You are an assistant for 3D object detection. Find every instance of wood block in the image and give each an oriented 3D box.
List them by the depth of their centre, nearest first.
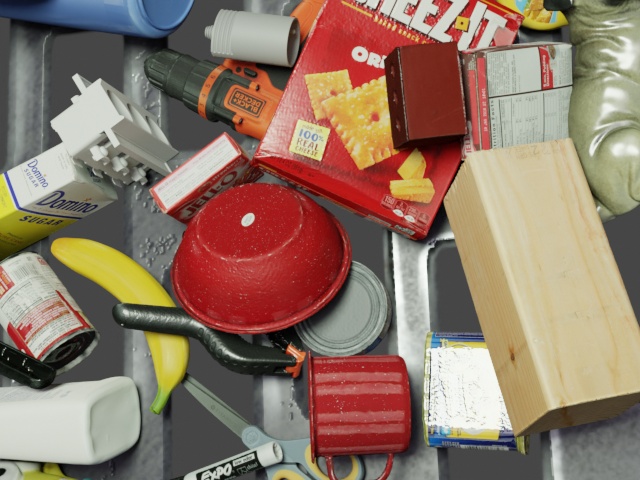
[{"bbox_3d":[0.173,0.036,0.829,0.090,0.091,0.206,-9,68,-12],"label":"wood block"}]

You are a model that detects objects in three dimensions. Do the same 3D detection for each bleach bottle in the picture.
[{"bbox_3d":[-0.298,0.164,0.973,0.251,0.102,0.068,-3,94,19],"label":"bleach bottle"}]

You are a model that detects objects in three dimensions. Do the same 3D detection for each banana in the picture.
[{"bbox_3d":[-0.173,0.060,0.978,0.069,0.037,0.198,-30,68,-18],"label":"banana"}]

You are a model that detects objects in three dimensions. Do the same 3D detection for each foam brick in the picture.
[{"bbox_3d":[0.084,-0.117,0.861,0.051,0.053,0.078,-6,89,-7],"label":"foam brick"}]

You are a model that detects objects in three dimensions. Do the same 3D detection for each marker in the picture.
[{"bbox_3d":[-0.089,0.203,0.935,0.121,0.020,0.020,-24,74,20],"label":"marker"}]

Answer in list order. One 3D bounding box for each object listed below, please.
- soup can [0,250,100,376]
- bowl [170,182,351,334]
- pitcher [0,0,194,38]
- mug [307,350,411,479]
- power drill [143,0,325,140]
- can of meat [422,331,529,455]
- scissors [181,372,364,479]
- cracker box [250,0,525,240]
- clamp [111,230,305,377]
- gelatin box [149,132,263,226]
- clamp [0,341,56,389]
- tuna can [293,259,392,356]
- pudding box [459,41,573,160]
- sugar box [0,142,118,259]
[{"bbox_3d":[-0.261,0.068,0.988,0.068,0.068,0.102,-41,73,3],"label":"soup can"},{"bbox_3d":[-0.056,0.001,0.920,0.162,0.055,0.162,-6,47,6],"label":"bowl"},{"bbox_3d":[-0.244,-0.256,0.988,0.243,0.145,0.149,16,75,25],"label":"pitcher"},{"bbox_3d":[0.032,0.149,0.886,0.081,0.093,0.117,-2,77,-1],"label":"mug"},{"bbox_3d":[-0.054,-0.191,0.996,0.184,0.057,0.187,26,89,13],"label":"power drill"},{"bbox_3d":[0.131,0.125,0.888,0.084,0.057,0.102,0,79,16],"label":"can of meat"},{"bbox_3d":[-0.040,0.168,0.942,0.096,0.016,0.202,-38,73,4],"label":"scissors"},{"bbox_3d":[0.057,-0.129,0.922,0.164,0.072,0.213,25,86,-5],"label":"cracker box"},{"bbox_3d":[-0.085,0.060,0.953,0.171,0.039,0.120,25,58,4],"label":"clamp"},{"bbox_3d":[-0.102,-0.052,0.970,0.089,0.073,0.030,-38,73,4],"label":"gelatin box"},{"bbox_3d":[-0.328,0.087,0.974,0.210,0.036,0.164,-32,86,38],"label":"clamp"},{"bbox_3d":[0.019,0.061,0.939,0.086,0.033,0.086,-3,79,13],"label":"tuna can"},{"bbox_3d":[0.163,-0.117,0.888,0.039,0.113,0.090,11,109,52],"label":"pudding box"},{"bbox_3d":[-0.288,-0.025,1.000,0.176,0.093,0.048,-24,75,8],"label":"sugar box"}]
